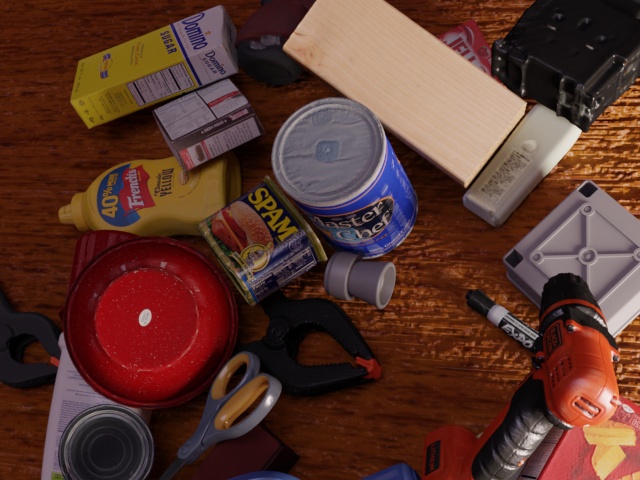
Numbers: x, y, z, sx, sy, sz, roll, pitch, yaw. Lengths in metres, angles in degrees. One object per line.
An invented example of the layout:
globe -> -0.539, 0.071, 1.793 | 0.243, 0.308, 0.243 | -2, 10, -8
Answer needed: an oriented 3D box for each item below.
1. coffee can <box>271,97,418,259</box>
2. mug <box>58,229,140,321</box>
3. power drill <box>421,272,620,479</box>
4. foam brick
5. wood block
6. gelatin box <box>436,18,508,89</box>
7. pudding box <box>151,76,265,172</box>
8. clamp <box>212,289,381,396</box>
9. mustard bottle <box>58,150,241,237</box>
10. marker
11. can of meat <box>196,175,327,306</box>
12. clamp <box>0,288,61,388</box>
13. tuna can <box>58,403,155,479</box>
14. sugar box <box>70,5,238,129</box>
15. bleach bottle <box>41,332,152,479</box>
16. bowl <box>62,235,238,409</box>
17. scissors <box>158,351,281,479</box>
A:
coffee can -> 0.026, -0.054, 0.981 | 0.103, 0.140, 0.103 | -7, 67, 16
mug -> -0.212, 0.045, 1.058 | 0.117, 0.093, 0.081 | -29, 50, 47
power drill -> 0.154, 0.124, 0.836 | 0.057, 0.184, 0.188 | 33, 114, -6
foam brick -> -0.067, 0.204, 0.959 | 0.051, 0.053, 0.078 | 36, 82, 26
wood block -> 0.078, -0.145, 0.984 | 0.206, 0.090, 0.091 | 37, 95, 8
gelatin box -> 0.138, -0.165, 1.050 | 0.073, 0.030, 0.089 | -26, 64, 7
pudding box -> -0.115, -0.120, 1.075 | 0.090, 0.039, 0.113 | -27, 27, -6
clamp -> -0.044, 0.098, 1.001 | 0.210, 0.036, 0.164 | 24, 79, 28
mustard bottle -> -0.178, -0.040, 1.089 | 0.192, 0.058, 0.096 | -10, 57, 15
marker -> 0.177, 0.081, 0.945 | 0.121, 0.020, 0.020 | 37, 84, 27
can of meat -> -0.057, 0.001, 1.003 | 0.084, 0.057, 0.102 | -33, 54, -8
clamp -> -0.320, 0.093, 1.095 | 0.172, 0.039, 0.120 | 11, 78, 18
tuna can -> -0.191, 0.189, 0.952 | 0.086, 0.034, 0.086 | 2, 77, -10
sugar box -> -0.175, -0.186, 1.136 | 0.176, 0.048, 0.093 | -22, 38, 11
bleach bottle -> -0.221, 0.216, 1.000 | 0.103, 0.068, 0.251 | 6, 73, 17
bowl -> -0.155, 0.073, 0.964 | 0.162, 0.055, 0.162 | 1, 83, -5
scissors -> -0.113, 0.173, 0.965 | 0.202, 0.016, 0.096 | -38, 33, 20
